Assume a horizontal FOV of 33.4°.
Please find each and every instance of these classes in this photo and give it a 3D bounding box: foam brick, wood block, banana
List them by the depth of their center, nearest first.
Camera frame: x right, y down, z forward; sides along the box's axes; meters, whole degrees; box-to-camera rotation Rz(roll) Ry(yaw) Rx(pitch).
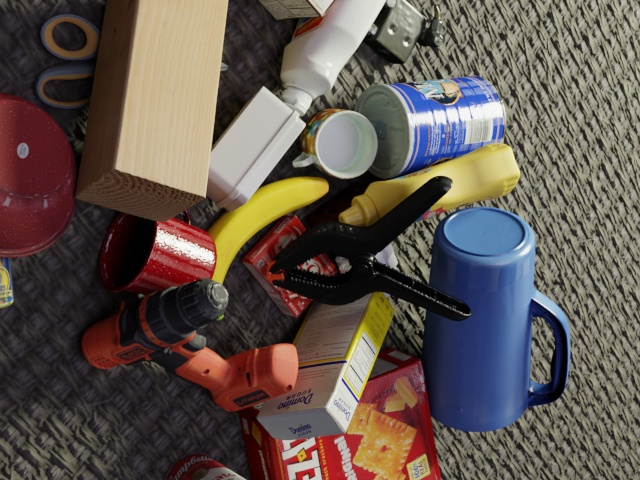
[{"bbox_3d":[-0.151,-0.133,0.965,0.090,0.090,0.206,16,67,-30],"label":"wood block"},{"bbox_3d":[-0.073,-0.008,1.111,0.069,0.037,0.197,41,70,-6],"label":"banana"},{"bbox_3d":[0.037,-0.024,1.181,0.078,0.053,0.051,-37,115,-25],"label":"foam brick"}]

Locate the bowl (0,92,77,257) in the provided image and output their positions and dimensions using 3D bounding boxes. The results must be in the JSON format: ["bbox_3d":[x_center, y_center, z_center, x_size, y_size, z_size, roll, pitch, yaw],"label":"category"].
[{"bbox_3d":[-0.271,-0.069,0.923,0.161,0.055,0.162,21,57,-35],"label":"bowl"}]

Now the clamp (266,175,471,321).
[{"bbox_3d":[0.048,0.011,1.088,0.210,0.036,0.164,-1,118,7],"label":"clamp"}]

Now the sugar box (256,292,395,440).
[{"bbox_3d":[0.009,0.128,1.120,0.048,0.094,0.176,53,42,-29],"label":"sugar box"}]

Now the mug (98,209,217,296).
[{"bbox_3d":[-0.155,0.006,1.042,0.081,0.093,0.117,24,57,-39],"label":"mug"}]

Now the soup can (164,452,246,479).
[{"bbox_3d":[-0.109,0.265,1.096,0.068,0.102,0.068,-6,100,-33],"label":"soup can"}]

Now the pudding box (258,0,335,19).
[{"bbox_3d":[-0.046,-0.271,1.065,0.113,0.090,0.039,41,74,-31],"label":"pudding box"}]

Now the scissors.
[{"bbox_3d":[-0.186,-0.184,1.029,0.201,0.016,0.096,-24,110,-29],"label":"scissors"}]

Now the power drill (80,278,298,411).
[{"bbox_3d":[-0.110,0.102,1.038,0.187,0.185,0.057,31,50,-38],"label":"power drill"}]

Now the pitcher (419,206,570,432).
[{"bbox_3d":[0.188,0.089,1.198,0.149,0.145,0.243,-18,129,-21],"label":"pitcher"}]

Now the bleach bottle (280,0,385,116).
[{"bbox_3d":[0.026,-0.246,1.110,0.068,0.103,0.251,30,79,-32],"label":"bleach bottle"}]

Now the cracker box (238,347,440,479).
[{"bbox_3d":[0.028,0.235,1.203,0.213,0.072,0.164,-18,106,-30],"label":"cracker box"}]

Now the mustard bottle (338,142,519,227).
[{"bbox_3d":[0.109,-0.049,1.130,0.191,0.096,0.058,-18,88,-17],"label":"mustard bottle"}]

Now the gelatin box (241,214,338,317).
[{"bbox_3d":[-0.033,0.027,1.156,0.073,0.030,0.089,-47,120,-19],"label":"gelatin box"}]

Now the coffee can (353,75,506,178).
[{"bbox_3d":[0.121,-0.128,1.192,0.140,0.103,0.103,-11,103,-33],"label":"coffee can"}]
